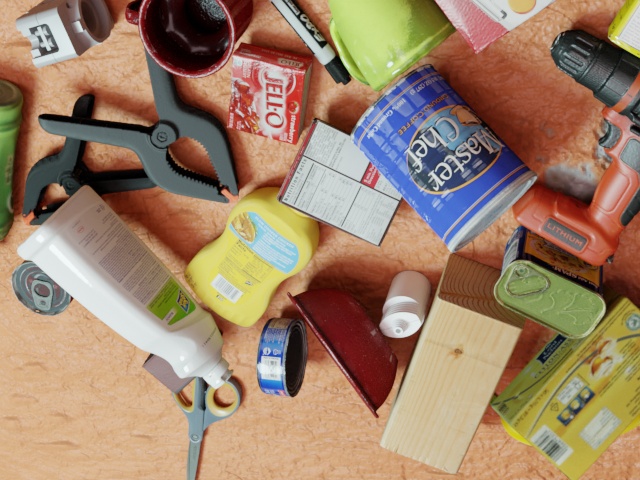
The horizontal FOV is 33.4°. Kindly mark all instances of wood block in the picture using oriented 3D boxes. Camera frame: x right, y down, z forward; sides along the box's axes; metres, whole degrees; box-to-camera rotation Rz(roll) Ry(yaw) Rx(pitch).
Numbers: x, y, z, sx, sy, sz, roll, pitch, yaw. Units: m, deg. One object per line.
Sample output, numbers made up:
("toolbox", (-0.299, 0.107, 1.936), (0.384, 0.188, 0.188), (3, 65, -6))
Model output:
("wood block", (0.139, 0.131, 1.114), (0.091, 0.090, 0.206), (20, 124, 5))

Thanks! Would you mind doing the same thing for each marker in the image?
("marker", (-0.011, -0.195, 1.004), (0.020, 0.020, 0.121), (-32, 107, 29))

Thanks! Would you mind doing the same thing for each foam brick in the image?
("foam brick", (-0.154, 0.123, 1.201), (0.051, 0.078, 0.053), (41, 120, -9))

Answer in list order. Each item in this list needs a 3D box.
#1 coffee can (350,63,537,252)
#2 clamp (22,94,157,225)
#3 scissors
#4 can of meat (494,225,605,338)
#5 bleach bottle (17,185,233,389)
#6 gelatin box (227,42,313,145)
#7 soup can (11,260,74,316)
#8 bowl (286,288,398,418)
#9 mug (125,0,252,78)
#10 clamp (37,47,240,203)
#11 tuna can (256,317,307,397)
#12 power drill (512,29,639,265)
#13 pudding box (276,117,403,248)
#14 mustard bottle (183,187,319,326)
("coffee can", (0.111, -0.074, 0.966), (0.140, 0.102, 0.103), (49, 123, 11))
("clamp", (-0.263, -0.077, 1.137), (0.172, 0.039, 0.120), (-26, 104, 21))
("scissors", (-0.133, 0.231, 1.296), (0.096, 0.016, 0.202), (2, 121, 15))
("can of meat", (0.224, 0.036, 1.036), (0.102, 0.083, 0.057), (25, 124, 0))
("bleach bottle", (-0.190, 0.064, 1.113), (0.250, 0.102, 0.068), (47, 132, -10))
("gelatin box", (-0.050, -0.142, 1.034), (0.073, 0.030, 0.089), (15, 132, 6))
("soup can", (-0.283, 0.027, 1.165), (0.068, 0.102, 0.068), (7, 121, 12))
("bowl", (0.033, 0.105, 1.114), (0.055, 0.162, 0.162), (-36, 108, -3))
("mug", (-0.123, -0.209, 0.990), (0.117, 0.081, 0.093), (6, 121, 12))
("clamp", (-0.155, -0.120, 1.074), (0.210, 0.036, 0.165), (36, 109, -14))
("tuna can", (-0.041, 0.127, 1.166), (0.034, 0.086, 0.086), (4, 121, 15))
("power drill", (0.255, -0.081, 0.974), (0.184, 0.057, 0.188), (31, 124, 0))
("pudding box", (0.025, -0.056, 1.036), (0.113, 0.039, 0.090), (25, 96, -8))
("mustard bottle", (-0.057, 0.001, 1.111), (0.096, 0.058, 0.192), (40, 123, -2))
